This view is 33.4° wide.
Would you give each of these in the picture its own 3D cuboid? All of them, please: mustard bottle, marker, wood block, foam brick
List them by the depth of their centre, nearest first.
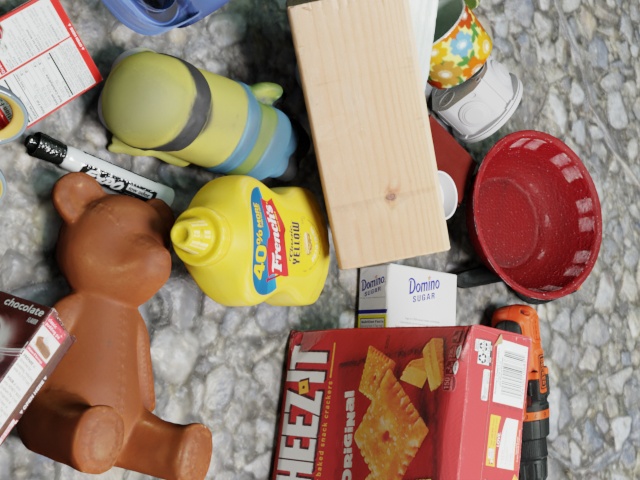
[{"bbox_3d":[-0.161,-0.051,0.781,0.120,0.020,0.020,24,71,-37],"label":"marker"},{"bbox_3d":[-0.055,0.001,0.794,0.191,0.058,0.096,8,81,-66],"label":"mustard bottle"},{"bbox_3d":[0.037,-0.093,0.839,0.091,0.090,0.206,-11,106,1],"label":"wood block"},{"bbox_3d":[0.095,-0.071,0.983,0.078,0.053,0.051,41,62,-32],"label":"foam brick"}]

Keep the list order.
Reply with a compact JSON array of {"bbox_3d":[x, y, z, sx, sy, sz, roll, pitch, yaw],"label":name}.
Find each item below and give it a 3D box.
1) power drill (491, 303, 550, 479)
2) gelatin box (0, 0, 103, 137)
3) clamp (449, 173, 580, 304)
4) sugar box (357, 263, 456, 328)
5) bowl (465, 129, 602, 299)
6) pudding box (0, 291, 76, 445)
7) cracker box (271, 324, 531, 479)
[{"bbox_3d":[0.166,0.156,0.986,0.187,0.057,0.184,-3,87,-64],"label":"power drill"},{"bbox_3d":[-0.206,-0.121,0.741,0.089,0.030,0.073,-42,114,-35],"label":"gelatin box"},{"bbox_3d":[0.195,0.023,1.071,0.171,0.039,0.120,36,70,-25],"label":"clamp"},{"bbox_3d":[0.076,0.113,0.955,0.093,0.048,0.176,11,75,-41],"label":"sugar box"},{"bbox_3d":[0.193,-0.021,1.020,0.161,0.055,0.162,6,79,-31],"label":"bowl"},{"bbox_3d":[-0.221,0.072,0.656,0.090,0.114,0.039,-60,148,-27],"label":"pudding box"},{"bbox_3d":[0.053,0.150,0.818,0.072,0.214,0.164,17,75,-37],"label":"cracker box"}]
